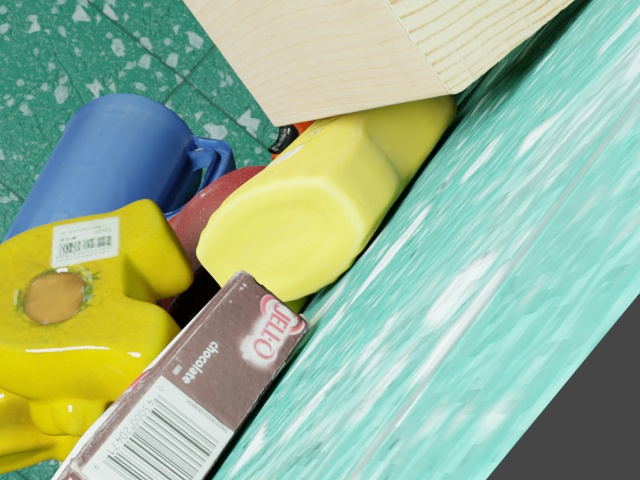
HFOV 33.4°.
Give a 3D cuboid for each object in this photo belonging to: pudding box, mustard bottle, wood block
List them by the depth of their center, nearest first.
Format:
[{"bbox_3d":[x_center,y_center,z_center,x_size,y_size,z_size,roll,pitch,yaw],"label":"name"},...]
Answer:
[{"bbox_3d":[-0.059,0.073,0.375,0.090,0.039,0.113,-50,-1,40],"label":"pudding box"},{"bbox_3d":[0.018,-0.113,0.446,0.090,0.091,0.206,-39,13,-13],"label":"wood block"},{"bbox_3d":[0.019,-0.046,0.540,0.096,0.058,0.191,-31,13,40],"label":"mustard bottle"}]

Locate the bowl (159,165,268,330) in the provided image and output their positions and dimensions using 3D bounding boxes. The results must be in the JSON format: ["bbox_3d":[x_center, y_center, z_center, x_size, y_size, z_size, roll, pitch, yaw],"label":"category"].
[{"bbox_3d":[-0.055,0.001,0.723,0.162,0.055,0.162,-37,-19,-15],"label":"bowl"}]

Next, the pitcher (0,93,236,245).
[{"bbox_3d":[-0.173,-0.017,0.877,0.149,0.145,0.242,-52,14,28],"label":"pitcher"}]
